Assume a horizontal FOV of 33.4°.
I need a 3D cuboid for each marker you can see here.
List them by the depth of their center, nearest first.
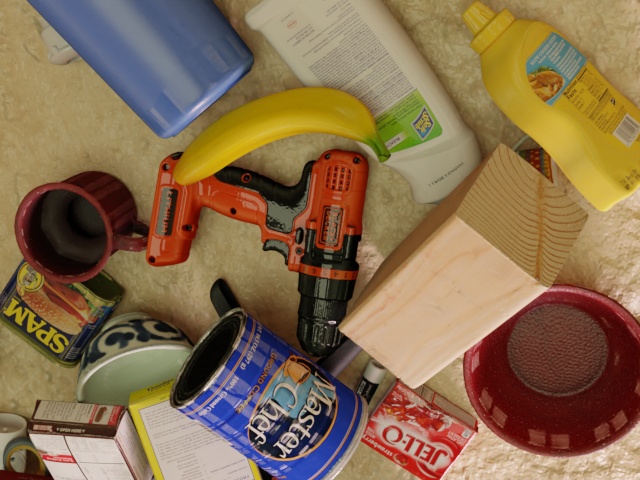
[{"bbox_3d":[0.031,0.166,1.008,0.020,0.020,0.121,26,110,4],"label":"marker"}]

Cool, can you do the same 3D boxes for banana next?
[{"bbox_3d":[-0.036,-0.090,0.878,0.198,0.037,0.069,-6,64,26],"label":"banana"}]

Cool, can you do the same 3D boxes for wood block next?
[{"bbox_3d":[0.109,0.028,0.862,0.090,0.090,0.206,39,143,-1],"label":"wood block"}]

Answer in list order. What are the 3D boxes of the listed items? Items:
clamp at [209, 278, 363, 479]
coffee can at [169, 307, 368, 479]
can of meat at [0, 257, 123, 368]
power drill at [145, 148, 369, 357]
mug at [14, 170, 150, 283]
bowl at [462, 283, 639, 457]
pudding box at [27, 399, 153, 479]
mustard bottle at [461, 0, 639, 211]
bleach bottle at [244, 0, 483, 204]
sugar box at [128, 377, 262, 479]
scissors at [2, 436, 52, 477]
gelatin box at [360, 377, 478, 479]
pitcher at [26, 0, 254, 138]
[{"bbox_3d":[-0.021,0.141,1.003,0.165,0.036,0.210,3,105,12],"label":"clamp"},{"bbox_3d":[-0.044,0.139,0.920,0.140,0.103,0.103,38,111,-17],"label":"coffee can"},{"bbox_3d":[-0.250,0.058,1.020,0.102,0.057,0.084,37,108,0],"label":"can of meat"},{"bbox_3d":[-0.056,0.001,0.948,0.188,0.057,0.184,9,94,8],"label":"power drill"},{"bbox_3d":[-0.207,-0.014,0.975,0.117,0.081,0.093,11,108,9],"label":"mug"},{"bbox_3d":[0.207,0.106,0.932,0.162,0.055,0.162,3,107,11],"label":"bowl"},{"bbox_3d":[-0.213,0.197,1.000,0.090,0.039,0.113,2,139,11],"label":"pudding box"},{"bbox_3d":[0.186,-0.118,0.851,0.191,0.096,0.058,45,142,-2],"label":"mustard bottle"},{"bbox_3d":[0.051,-0.117,0.900,0.103,0.068,0.251,-33,100,23],"label":"bleach bottle"},{"bbox_3d":[-0.106,0.212,0.990,0.093,0.048,0.176,-18,103,-4],"label":"sugar box"},{"bbox_3d":[-0.275,0.272,1.091,0.096,0.016,0.202,-1,108,-19],"label":"scissors"},{"bbox_3d":[0.091,0.177,0.992,0.089,0.030,0.073,33,110,2],"label":"gelatin box"},{"bbox_3d":[-0.162,-0.214,0.891,0.149,0.144,0.243,-36,100,31],"label":"pitcher"}]
